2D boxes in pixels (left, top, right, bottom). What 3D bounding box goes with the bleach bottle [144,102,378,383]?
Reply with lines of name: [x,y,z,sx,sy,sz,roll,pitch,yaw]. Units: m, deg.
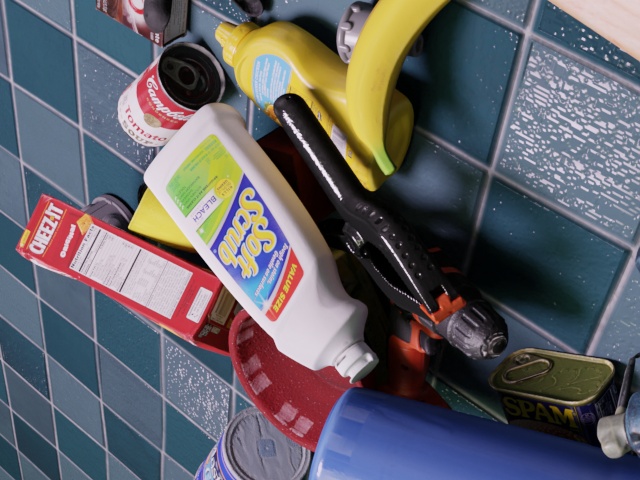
bleach bottle: [-0.037,0.007,0.872,0.103,0.068,0.251,-46,69,13]

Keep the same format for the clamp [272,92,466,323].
clamp: [0.037,-0.003,0.832,0.210,0.036,0.164,48,164,32]

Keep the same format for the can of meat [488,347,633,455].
can of meat: [0.198,0.142,0.872,0.102,0.057,0.084,5,125,46]

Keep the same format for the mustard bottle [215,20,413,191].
mustard bottle: [-0.013,-0.126,0.879,0.192,0.058,0.096,37,153,21]

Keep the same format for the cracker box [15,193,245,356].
cracker box: [-0.178,0.040,1.089,0.214,0.072,0.164,24,174,17]

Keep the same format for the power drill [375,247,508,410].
power drill: [0.095,0.098,0.900,0.185,0.057,0.188,-134,35,-52]

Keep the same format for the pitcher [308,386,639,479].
pitcher: [0.120,0.200,0.821,0.243,0.144,0.149,16,120,15]

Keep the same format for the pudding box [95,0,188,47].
pudding box: [-0.160,-0.244,0.959,0.090,0.039,0.113,33,139,25]

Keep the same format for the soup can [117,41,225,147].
soup can: [-0.143,-0.135,1.005,0.068,0.068,0.102,57,144,-5]

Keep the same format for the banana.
banana: [0.065,-0.145,0.758,0.069,0.037,0.198,28,120,5]

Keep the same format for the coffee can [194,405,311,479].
coffee can: [-0.081,0.265,1.237,0.103,0.102,0.140,46,143,10]

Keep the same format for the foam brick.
foam brick: [-0.021,-0.059,0.948,0.053,0.051,0.078,18,132,39]

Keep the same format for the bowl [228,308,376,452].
bowl: [-0.005,0.113,0.956,0.162,0.055,0.162,26,134,29]
